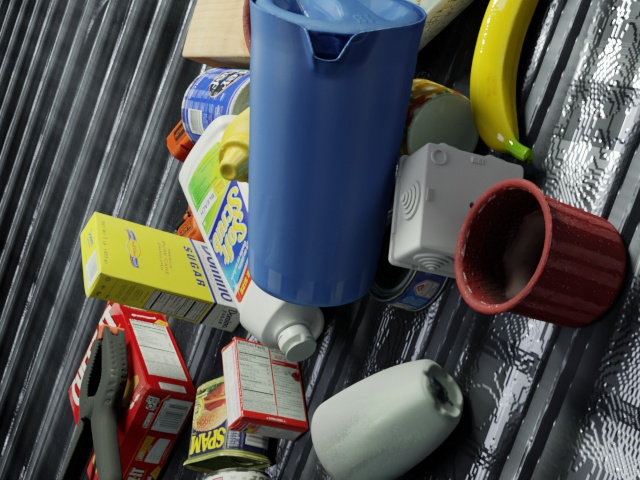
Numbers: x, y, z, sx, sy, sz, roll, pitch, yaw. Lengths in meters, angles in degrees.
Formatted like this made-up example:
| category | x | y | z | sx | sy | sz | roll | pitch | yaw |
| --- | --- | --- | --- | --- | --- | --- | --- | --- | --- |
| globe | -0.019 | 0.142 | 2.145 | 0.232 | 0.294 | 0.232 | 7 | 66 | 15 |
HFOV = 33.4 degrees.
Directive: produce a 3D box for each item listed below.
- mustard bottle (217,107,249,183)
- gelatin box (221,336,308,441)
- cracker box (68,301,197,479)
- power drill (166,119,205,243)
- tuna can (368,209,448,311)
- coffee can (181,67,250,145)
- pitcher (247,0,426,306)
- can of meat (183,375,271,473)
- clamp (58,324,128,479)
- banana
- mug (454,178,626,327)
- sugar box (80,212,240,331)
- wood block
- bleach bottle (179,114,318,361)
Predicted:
| category | x | y | z | sx | sy | sz | roll | pitch | yaw |
| --- | --- | --- | --- | --- | --- | --- | --- | --- | --- |
| mustard bottle | -0.041 | -0.102 | 0.963 | 0.096 | 0.058 | 0.191 | -54 | -2 | 37 |
| gelatin box | -0.054 | 0.141 | 1.013 | 0.030 | 0.073 | 0.089 | -47 | 40 | 38 |
| cracker box | -0.234 | 0.187 | 1.289 | 0.164 | 0.072 | 0.214 | -62 | 32 | 18 |
| power drill | -0.152 | -0.055 | 1.290 | 0.185 | 0.057 | 0.187 | -37 | 48 | 45 |
| tuna can | 0.073 | 0.015 | 0.904 | 0.086 | 0.033 | 0.086 | -33 | 49 | 48 |
| coffee can | -0.079 | -0.135 | 1.158 | 0.140 | 0.102 | 0.103 | 20 | 93 | 60 |
| pitcher | 0.004 | -0.079 | 0.857 | 0.145 | 0.148 | 0.243 | 31 | 125 | 41 |
| can of meat | -0.089 | 0.185 | 1.068 | 0.102 | 0.057 | 0.084 | -27 | 51 | 51 |
| clamp | -0.244 | 0.195 | 1.190 | 0.165 | 0.036 | 0.210 | -18 | 59 | 56 |
| banana | 0.154 | -0.151 | 0.855 | 0.070 | 0.037 | 0.198 | -1 | 75 | 39 |
| mug | 0.148 | 0.008 | 0.737 | 0.093 | 0.081 | 0.117 | -64 | 32 | 16 |
| sugar box | -0.167 | 0.035 | 1.148 | 0.048 | 0.176 | 0.093 | -53 | 36 | 34 |
| wood block | -0.067 | -0.235 | 1.200 | 0.206 | 0.090 | 0.090 | 17 | 90 | 60 |
| bleach bottle | -0.057 | 0.001 | 0.992 | 0.103 | 0.067 | 0.251 | -51 | 46 | 28 |
